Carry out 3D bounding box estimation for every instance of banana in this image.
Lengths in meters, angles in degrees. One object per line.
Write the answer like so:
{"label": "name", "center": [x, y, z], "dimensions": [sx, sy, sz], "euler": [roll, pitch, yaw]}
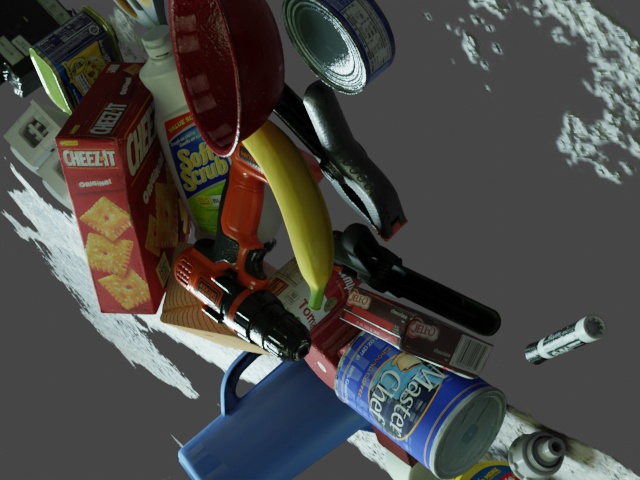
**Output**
{"label": "banana", "center": [-0.030, -0.040, 0.914], "dimensions": [0.070, 0.037, 0.198], "euler": [-42, 62, 45]}

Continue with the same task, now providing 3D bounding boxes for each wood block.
{"label": "wood block", "center": [-0.093, 0.071, 1.195], "dimensions": [0.091, 0.090, 0.206], "euler": [9, 170, 15]}

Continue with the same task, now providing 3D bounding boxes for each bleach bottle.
{"label": "bleach bottle", "center": [-0.122, -0.102, 1.072], "dimensions": [0.103, 0.068, 0.250], "euler": [-3, 133, 23]}

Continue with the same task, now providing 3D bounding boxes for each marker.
{"label": "marker", "center": [0.190, 0.080, 0.839], "dimensions": [0.020, 0.020, 0.121], "euler": [47, 161, 4]}

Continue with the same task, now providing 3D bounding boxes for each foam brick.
{"label": "foam brick", "center": [0.103, 0.198, 1.169], "dimensions": [0.053, 0.078, 0.051], "euler": [32, 155, 35]}

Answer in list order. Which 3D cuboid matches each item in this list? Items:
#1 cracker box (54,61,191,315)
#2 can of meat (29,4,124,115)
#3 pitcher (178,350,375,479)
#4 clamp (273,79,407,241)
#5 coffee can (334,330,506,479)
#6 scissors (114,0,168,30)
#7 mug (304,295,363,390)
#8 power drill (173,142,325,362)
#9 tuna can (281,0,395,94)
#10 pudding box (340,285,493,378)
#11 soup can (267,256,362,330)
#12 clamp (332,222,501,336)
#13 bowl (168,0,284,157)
{"label": "cracker box", "center": [-0.195, -0.055, 1.109], "dimensions": [0.072, 0.164, 0.214], "euler": [2, 126, 9]}
{"label": "can of meat", "center": [-0.275, -0.202, 1.216], "dimensions": [0.057, 0.083, 0.102], "euler": [40, 160, 25]}
{"label": "pitcher", "center": [-0.056, 0.221, 1.309], "dimensions": [0.149, 0.242, 0.145], "euler": [45, 164, 32]}
{"label": "clamp", "center": [0.012, -0.074, 0.907], "dimensions": [0.171, 0.039, 0.120], "euler": [57, 172, -30]}
{"label": "coffee can", "center": [0.098, 0.155, 1.058], "dimensions": [0.140, 0.102, 0.103], "euler": [34, 156, 37]}
{"label": "scissors", "center": [-0.145, -0.202, 1.037], "dimensions": [0.201, 0.016, 0.096], "euler": [47, 158, -8]}
{"label": "mug", "center": [0.034, 0.110, 1.144], "dimensions": [0.093, 0.081, 0.117], "euler": [49, 161, -2]}
{"label": "power drill", "center": [-0.057, 0.001, 1.010], "dimensions": [0.185, 0.057, 0.188], "euler": [33, 113, 35]}
{"label": "tuna can", "center": [0.013, -0.149, 0.764], "dimensions": [0.086, 0.033, 0.086], "euler": [42, 160, 19]}
{"label": "pudding box", "center": [0.087, 0.083, 0.970], "dimensions": [0.113, 0.039, 0.090], "euler": [26, 179, -38]}
{"label": "soup can", "center": [-0.013, 0.049, 1.096], "dimensions": [0.068, 0.102, 0.068], "euler": [42, 160, 19]}
{"label": "clamp", "center": [0.064, 0.031, 0.967], "dimensions": [0.164, 0.036, 0.210], "euler": [33, 174, -14]}
{"label": "bowl", "center": [-0.071, -0.151, 0.863], "dimensions": [0.162, 0.055, 0.162], "euler": [165, 90, -70]}
